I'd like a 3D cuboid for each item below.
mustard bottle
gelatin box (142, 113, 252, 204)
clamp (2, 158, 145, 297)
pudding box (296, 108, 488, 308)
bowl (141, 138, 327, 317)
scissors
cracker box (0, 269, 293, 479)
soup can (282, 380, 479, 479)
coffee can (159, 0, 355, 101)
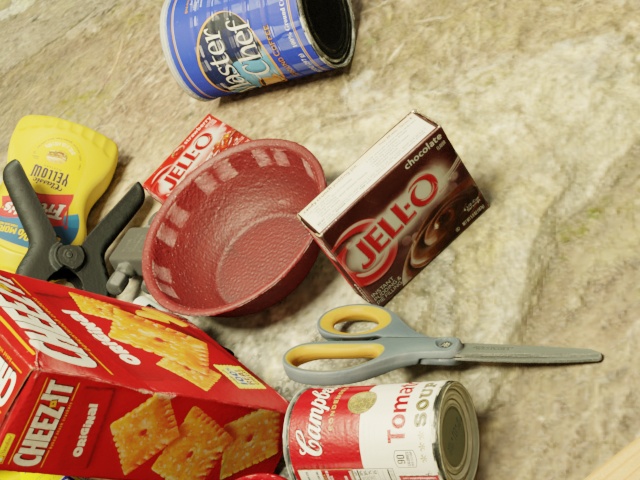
[{"bbox_3d":[-0.252,-0.018,0.946,0.096,0.058,0.191,18,59,-6],"label":"mustard bottle"},{"bbox_3d":[-0.100,-0.059,0.914,0.089,0.030,0.073,-47,44,-8],"label":"gelatin box"},{"bbox_3d":[-0.203,0.013,0.896,0.120,0.039,0.171,-1,72,-17],"label":"clamp"},{"bbox_3d":[0.051,-0.021,0.738,0.113,0.090,0.039,-44,43,-5],"label":"pudding box"},{"bbox_3d":[-0.055,0.001,0.817,0.162,0.055,0.162,-18,48,21],"label":"bowl"},{"bbox_3d":[0.075,0.063,0.702,0.202,0.016,0.096,-7,26,9],"label":"scissors"},{"bbox_3d":[-0.142,0.086,0.687,0.164,0.213,0.072,31,97,44],"label":"cracker box"},{"bbox_3d":[0.037,0.121,0.649,0.102,0.068,0.068,-8,52,29],"label":"soup can"},{"bbox_3d":[-0.054,-0.186,0.934,0.140,0.102,0.102,-9,51,28],"label":"coffee can"}]
